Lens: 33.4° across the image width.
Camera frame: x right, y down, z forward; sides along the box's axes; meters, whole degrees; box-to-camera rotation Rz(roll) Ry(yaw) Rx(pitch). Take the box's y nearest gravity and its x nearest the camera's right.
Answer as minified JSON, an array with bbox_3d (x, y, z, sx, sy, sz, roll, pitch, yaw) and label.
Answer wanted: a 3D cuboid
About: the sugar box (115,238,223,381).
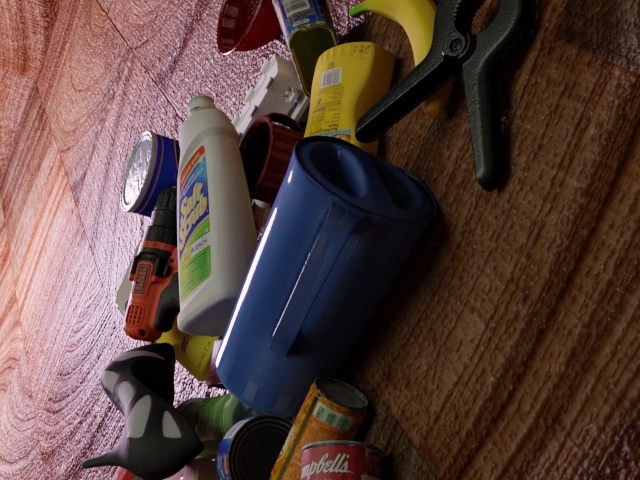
[{"bbox_3d":[-0.167,0.080,1.262,0.176,0.048,0.093,35,108,32],"label":"sugar box"}]

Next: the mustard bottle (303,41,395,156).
[{"bbox_3d":[0.019,-0.096,1.059,0.096,0.058,0.191,-5,70,51],"label":"mustard bottle"}]

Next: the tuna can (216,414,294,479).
[{"bbox_3d":[-0.053,0.206,0.994,0.034,0.086,0.086,-24,54,60],"label":"tuna can"}]

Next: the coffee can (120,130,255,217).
[{"bbox_3d":[-0.162,-0.066,1.315,0.103,0.140,0.103,-42,39,48],"label":"coffee can"}]

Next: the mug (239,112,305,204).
[{"bbox_3d":[-0.038,-0.087,1.144,0.093,0.081,0.117,-47,36,43],"label":"mug"}]

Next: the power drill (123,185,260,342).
[{"bbox_3d":[-0.127,0.029,1.188,0.188,0.057,0.184,4,76,33],"label":"power drill"}]

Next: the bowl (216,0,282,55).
[{"bbox_3d":[-0.077,-0.310,1.389,0.162,0.055,0.162,-42,39,48],"label":"bowl"}]

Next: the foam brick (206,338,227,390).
[{"bbox_3d":[-0.080,0.133,1.130,0.078,0.052,0.051,-17,60,60],"label":"foam brick"}]

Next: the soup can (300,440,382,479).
[{"bbox_3d":[0.016,0.221,0.866,0.069,0.068,0.102,-37,44,52],"label":"soup can"}]

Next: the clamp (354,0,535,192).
[{"bbox_3d":[0.114,-0.154,0.894,0.165,0.036,0.210,17,88,44],"label":"clamp"}]

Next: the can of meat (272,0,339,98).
[{"bbox_3d":[-0.009,-0.216,1.151,0.102,0.057,0.084,70,-175,-47],"label":"can of meat"}]

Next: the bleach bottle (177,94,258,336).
[{"bbox_3d":[-0.114,-0.035,1.101,0.103,0.068,0.251,-39,51,44],"label":"bleach bottle"}]

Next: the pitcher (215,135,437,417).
[{"bbox_3d":[-0.008,0.042,0.947,0.145,0.148,0.243,50,125,41],"label":"pitcher"}]

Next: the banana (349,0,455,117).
[{"bbox_3d":[0.088,-0.189,0.993,0.070,0.037,0.198,-55,37,23],"label":"banana"}]
